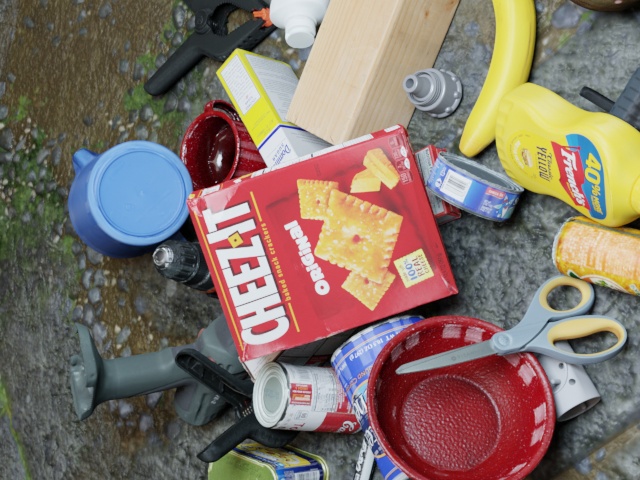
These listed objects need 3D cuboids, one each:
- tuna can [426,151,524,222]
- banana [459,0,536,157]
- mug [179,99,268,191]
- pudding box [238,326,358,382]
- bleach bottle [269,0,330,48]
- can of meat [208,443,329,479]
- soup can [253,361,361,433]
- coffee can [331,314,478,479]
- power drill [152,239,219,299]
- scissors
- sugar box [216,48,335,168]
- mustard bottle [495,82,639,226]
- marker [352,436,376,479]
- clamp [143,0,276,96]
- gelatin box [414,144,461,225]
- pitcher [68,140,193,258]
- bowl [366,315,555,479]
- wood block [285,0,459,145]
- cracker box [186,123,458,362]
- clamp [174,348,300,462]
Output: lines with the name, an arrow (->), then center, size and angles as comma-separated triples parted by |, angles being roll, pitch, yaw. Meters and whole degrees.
tuna can -> 0.143, -0.050, 0.991 | 0.086, 0.085, 0.034 | 35, 109, 37
banana -> 0.170, -0.178, 1.013 | 0.070, 0.037, 0.198 | 1, 86, 41
mug -> -0.100, -0.104, 1.204 | 0.093, 0.081, 0.117 | -30, 67, 34
pudding box -> -0.017, 0.099, 1.107 | 0.114, 0.089, 0.039 | -50, 58, 25
bleach bottle -> -0.030, -0.312, 1.140 | 0.103, 0.068, 0.251 | -22, 57, 36
can of meat -> -0.056, 0.249, 1.128 | 0.102, 0.083, 0.057 | 11, 92, 40
soup can -> -0.008, 0.158, 1.075 | 0.069, 0.102, 0.068 | -21, 64, 53
coffee can -> 0.084, 0.156, 1.008 | 0.103, 0.102, 0.140 | -41, 61, 30
power drill -> -0.057, 0.001, 1.103 | 0.188, 0.184, 0.057 | -26, 69, 25
scissors -> 0.163, 0.073, 0.927 | 0.016, 0.201, 0.096 | 91, 178, -54
sugar box -> -0.036, -0.121, 1.144 | 0.048, 0.093, 0.176 | -42, 60, 30
mustard bottle -> 0.229, -0.063, 0.898 | 0.192, 0.058, 0.096 | 35, 145, 50
marker -> 0.049, 0.217, 1.084 | 0.020, 0.020, 0.121 | 19, 97, 40
clamp -> -0.137, -0.249, 1.279 | 0.210, 0.036, 0.164 | 12, 93, 40
gelatin box -> 0.092, -0.045, 1.069 | 0.089, 0.030, 0.073 | -24, 69, 36
pitcher -> -0.202, -0.039, 1.189 | 0.243, 0.149, 0.145 | 178, 95, -75
bowl -> 0.117, 0.148, 0.922 | 0.055, 0.162, 0.162 | 97, 151, -61
wood block -> 0.056, -0.196, 1.077 | 0.091, 0.090, 0.206 | 33, 106, 39
cracker box -> 0.002, 0.002, 0.996 | 0.213, 0.072, 0.164 | -18, 97, 2
clamp -> -0.073, 0.181, 1.087 | 0.039, 0.171, 0.120 | -35, 48, 38
